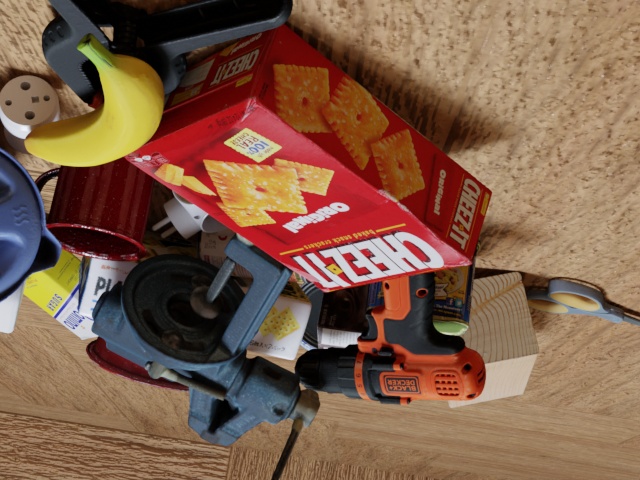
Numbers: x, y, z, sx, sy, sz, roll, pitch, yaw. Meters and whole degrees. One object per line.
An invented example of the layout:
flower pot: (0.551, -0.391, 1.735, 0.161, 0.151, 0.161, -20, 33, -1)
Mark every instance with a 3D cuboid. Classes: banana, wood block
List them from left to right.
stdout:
banana: (-0.147, -0.084, 0.712, 0.069, 0.037, 0.198, 36, 153, -13)
wood block: (0.174, 0.112, 1.153, 0.091, 0.090, 0.206, -11, 160, 3)

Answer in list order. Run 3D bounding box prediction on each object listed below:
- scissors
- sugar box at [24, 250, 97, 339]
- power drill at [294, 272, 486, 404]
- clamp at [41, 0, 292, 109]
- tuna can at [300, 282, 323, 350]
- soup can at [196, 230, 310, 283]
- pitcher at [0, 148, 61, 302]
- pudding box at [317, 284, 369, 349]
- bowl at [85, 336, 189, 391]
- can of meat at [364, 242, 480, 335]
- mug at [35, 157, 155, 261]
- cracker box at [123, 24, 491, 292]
scissors: (0.293, 0.078, 1.141, 0.096, 0.016, 0.201, -7, 156, 44)
sugar box: (-0.295, 0.037, 1.152, 0.176, 0.048, 0.094, 45, 148, -19)
power drill: (0.046, 0.055, 0.938, 0.185, 0.187, 0.057, -2, -159, 28)
clamp: (-0.114, -0.128, 0.673, 0.164, 0.036, 0.210, 11, 162, -11)
tuna can: (0.007, 0.083, 1.181, 0.086, 0.086, 0.034, 11, 164, -7)
soup can: (-0.056, 0.001, 0.992, 0.102, 0.068, 0.068, 6, 162, 12)
pitcher: (-0.322, -0.023, 0.884, 0.149, 0.144, 0.243, 64, 161, -15)
pudding box: (0.047, 0.064, 1.066, 0.090, 0.113, 0.039, 7, 133, 5)
bowl: (-0.155, 0.102, 1.095, 0.162, 0.055, 0.162, 13, -171, -2)
can of meat: (0.095, 0.039, 1.006, 0.102, 0.084, 0.057, 9, 162, 0)
mug: (-0.200, -0.035, 0.925, 0.117, 0.081, 0.093, 3, 161, 17)
cracker box: (-0.011, -0.046, 0.760, 0.213, 0.072, 0.165, 35, 150, -30)
